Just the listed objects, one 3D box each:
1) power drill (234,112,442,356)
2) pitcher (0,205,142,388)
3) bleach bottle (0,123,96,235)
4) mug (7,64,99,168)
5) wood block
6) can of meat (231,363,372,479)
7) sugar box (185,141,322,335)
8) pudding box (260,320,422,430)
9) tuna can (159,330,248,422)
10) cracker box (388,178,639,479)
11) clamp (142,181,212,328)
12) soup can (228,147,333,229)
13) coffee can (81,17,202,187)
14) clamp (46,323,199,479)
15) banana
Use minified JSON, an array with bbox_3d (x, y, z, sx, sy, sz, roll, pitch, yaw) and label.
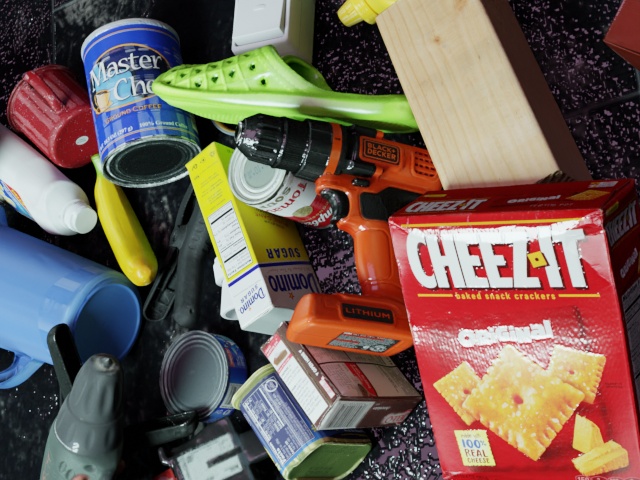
[{"bbox_3d":[0.015,-0.009,0.857,0.057,0.184,0.187,134,142,-60],"label":"power drill"},{"bbox_3d":[-0.309,0.069,1.119,0.243,0.144,0.149,15,126,34],"label":"pitcher"},{"bbox_3d":[-0.334,-0.074,1.183,0.251,0.102,0.068,28,60,38],"label":"bleach bottle"},{"bbox_3d":[-0.283,-0.138,1.157,0.093,0.117,0.082,-41,59,-14],"label":"mug"},{"bbox_3d":[0.132,-0.109,0.860,0.090,0.090,0.206,-32,63,26],"label":"wood block"},{"bbox_3d":[-0.013,0.154,0.897,0.057,0.101,0.084,-48,59,17],"label":"can of meat"},{"bbox_3d":[-0.056,0.001,0.969,0.048,0.093,0.176,-37,61,24],"label":"sugar box"},{"bbox_3d":[0.019,0.110,0.877,0.039,0.113,0.090,-54,54,20],"label":"pudding box"},{"bbox_3d":[-0.111,0.130,1.015,0.086,0.033,0.086,-9,74,34],"label":"tuna can"},{"bbox_3d":[0.150,0.071,0.760,0.164,0.072,0.214,-2,109,36],"label":"cracker box"},{"bbox_3d":[-0.123,0.007,1.031,0.120,0.039,0.171,19,92,60],"label":"clamp"},{"bbox_3d":[-0.025,-0.053,0.953,0.069,0.102,0.068,-9,74,34],"label":"soup can"},{"bbox_3d":[-0.182,-0.139,1.087,0.103,0.102,0.140,-26,65,29],"label":"coffee can"},{"bbox_3d":[-0.222,0.183,1.034,0.164,0.036,0.210,38,126,4],"label":"clamp"},{"bbox_3d":[-0.201,-0.007,1.087,0.037,0.069,0.198,-30,47,-4],"label":"banana"}]
